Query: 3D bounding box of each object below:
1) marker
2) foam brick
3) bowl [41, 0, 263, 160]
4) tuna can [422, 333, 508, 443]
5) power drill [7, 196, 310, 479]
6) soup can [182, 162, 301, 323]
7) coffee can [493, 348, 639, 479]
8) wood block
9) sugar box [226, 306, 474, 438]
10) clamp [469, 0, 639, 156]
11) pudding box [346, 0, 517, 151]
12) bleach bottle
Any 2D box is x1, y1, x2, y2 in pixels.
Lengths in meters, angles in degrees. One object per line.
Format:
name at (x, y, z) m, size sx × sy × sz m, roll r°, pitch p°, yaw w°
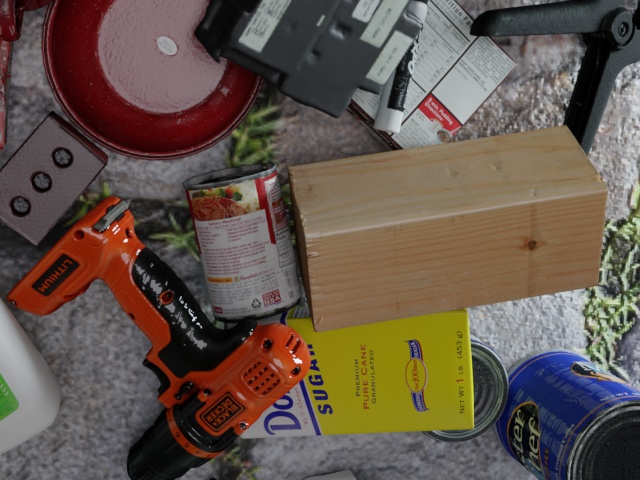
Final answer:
marker at (0.060, -0.137, 0.756) m, size 0.020 × 0.020 × 0.121 m, roll 12°, pitch 94°, yaw -14°
foam brick at (-0.191, -0.044, 0.737) m, size 0.053 × 0.051 × 0.078 m, roll 40°, pitch 92°, yaw -15°
bowl at (-0.111, -0.134, 0.740) m, size 0.162 × 0.055 × 0.162 m, roll -2°, pitch 100°, yaw -13°
tuna can at (0.104, 0.115, 0.840) m, size 0.086 × 0.034 × 0.086 m, roll -2°, pitch 100°, yaw -12°
power drill at (-0.125, 0.075, 0.749) m, size 0.187 × 0.057 × 0.185 m, roll 44°, pitch 117°, yaw -8°
soup can at (-0.055, 0.001, 0.768) m, size 0.068 × 0.068 × 0.102 m, roll -13°, pitch 102°, yaw -10°
coffee can at (0.204, 0.149, 0.812) m, size 0.102 × 0.140 × 0.103 m, roll -2°, pitch 100°, yaw -12°
wood block at (0.087, -0.009, 0.762) m, size 0.206 × 0.090 × 0.091 m, roll -8°, pitch 126°, yaw -5°
sugar box at (0.022, 0.095, 0.790) m, size 0.176 × 0.048 × 0.093 m, roll -4°, pitch 100°, yaw 3°
clamp at (0.206, -0.163, 0.797) m, size 0.210 × 0.036 × 0.164 m, roll -50°, pitch 126°, yaw -8°
pudding box at (0.076, -0.121, 0.793) m, size 0.090 × 0.039 × 0.113 m, roll 43°, pitch 86°, yaw -14°
bleach bottle at (-0.272, 0.036, 0.688) m, size 0.102 × 0.068 × 0.250 m, roll -26°, pitch 120°, yaw 3°
